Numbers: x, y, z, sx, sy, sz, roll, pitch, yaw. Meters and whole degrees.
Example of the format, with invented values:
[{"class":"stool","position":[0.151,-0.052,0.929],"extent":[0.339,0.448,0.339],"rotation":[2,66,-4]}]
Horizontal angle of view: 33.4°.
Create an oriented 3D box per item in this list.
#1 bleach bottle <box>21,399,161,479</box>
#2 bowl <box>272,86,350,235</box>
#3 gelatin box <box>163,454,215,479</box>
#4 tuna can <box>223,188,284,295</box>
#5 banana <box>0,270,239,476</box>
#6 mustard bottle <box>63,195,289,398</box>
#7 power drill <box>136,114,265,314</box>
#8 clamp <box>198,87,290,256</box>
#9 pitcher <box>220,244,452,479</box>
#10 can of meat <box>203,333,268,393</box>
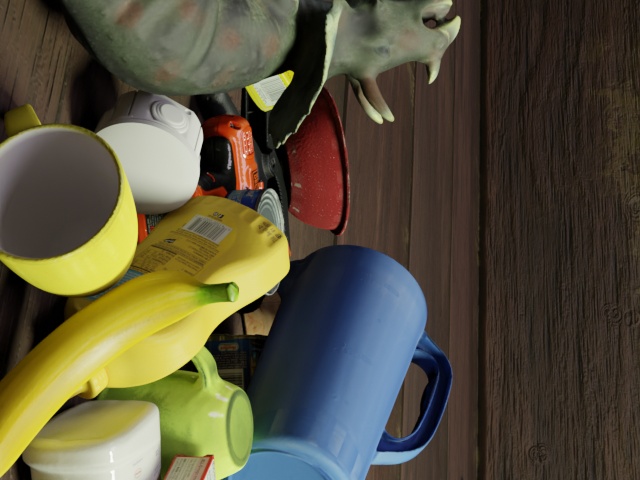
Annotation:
[{"class":"bleach bottle","position":[-0.136,0.236,0.685],"extent":[0.102,0.068,0.251],"rotation":[-31,120,-75]},{"class":"bowl","position":[-0.016,-0.081,1.131],"extent":[0.162,0.055,0.162],"rotation":[171,-90,-77]},{"class":"gelatin box","position":[-0.088,0.190,0.688],"extent":[0.089,0.030,0.073],"rotation":[-72,160,-72]},{"class":"tuna can","position":[-0.056,0.001,0.857],"extent":[0.086,0.034,0.086],"rotation":[0,90,-77]},{"class":"banana","position":[-0.141,0.072,0.616],"extent":[0.197,0.070,0.037],"rotation":[-39,115,-21]},{"class":"mustard bottle","position":[-0.112,0.044,0.713],"extent":[0.191,0.096,0.058],"rotation":[-42,143,-38]},{"class":"power drill","position":[-0.093,-0.003,0.901],"extent":[0.187,0.057,0.184],"rotation":[-54,138,-70]},{"class":"clamp","position":[-0.062,-0.084,1.061],"extent":[0.164,0.036,0.210],"rotation":[-65,145,-59]},{"class":"pitcher","position":[0.013,0.127,0.892],"extent":[0.242,0.149,0.145],"rotation":[-65,142,-52]},{"class":"can of meat","position":[-0.070,0.128,0.958],"extent":[0.102,0.057,0.084],"rotation":[28,59,-72]}]
